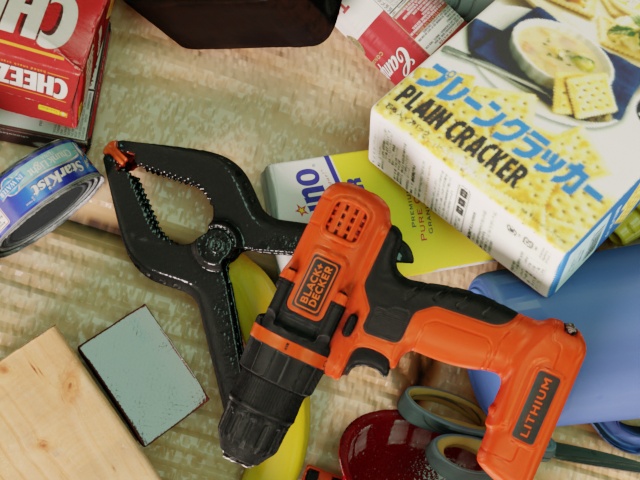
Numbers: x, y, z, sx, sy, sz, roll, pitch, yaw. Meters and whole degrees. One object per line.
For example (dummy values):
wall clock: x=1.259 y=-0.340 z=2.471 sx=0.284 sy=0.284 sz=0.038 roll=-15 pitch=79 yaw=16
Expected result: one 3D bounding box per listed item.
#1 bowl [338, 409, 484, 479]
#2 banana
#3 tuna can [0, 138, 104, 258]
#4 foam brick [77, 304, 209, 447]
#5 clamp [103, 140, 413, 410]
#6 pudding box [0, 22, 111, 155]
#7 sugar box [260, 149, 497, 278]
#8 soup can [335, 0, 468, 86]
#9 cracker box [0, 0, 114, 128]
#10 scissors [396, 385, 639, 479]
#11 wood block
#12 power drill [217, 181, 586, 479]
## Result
bowl: x=0.075 y=0.183 z=0.695 sx=0.162 sy=0.162 sz=0.055 roll=23 pitch=114 yaw=-8
banana: x=-0.040 y=0.103 z=0.721 sx=0.069 sy=0.037 sz=0.198 roll=4 pitch=81 yaw=-10
tuna can: x=-0.183 y=-0.028 z=0.686 sx=0.086 sy=0.086 sz=0.034 roll=-38 pitch=89 yaw=-14
foam brick: x=-0.117 y=0.088 z=0.700 sx=0.053 sy=0.051 sz=0.078 roll=-33 pitch=90 yaw=-15
clamp: x=-0.055 y=0.001 z=0.701 sx=0.164 sy=0.036 sz=0.210 roll=-41 pitch=82 yaw=-1
pudding box: x=-0.203 y=-0.113 z=0.718 sx=0.113 sy=0.039 sz=0.090 roll=11 pitch=78 yaw=-12
sugar box: x=0.053 y=-0.019 z=0.753 sx=0.176 sy=0.048 sz=0.093 roll=-10 pitch=85 yaw=-14
soup can: x=0.048 y=-0.163 z=0.760 sx=0.102 sy=0.068 sz=0.068 roll=44 pitch=76 yaw=-2
cracker box: x=-0.207 y=-0.196 z=0.682 sx=0.164 sy=0.072 sz=0.213 roll=14 pitch=61 yaw=-9
scissors: x=0.147 y=0.152 z=0.734 sx=0.201 sy=0.096 sz=0.016 roll=21 pitch=117 yaw=-6
wood block: x=-0.143 y=0.164 z=0.664 sx=0.090 sy=0.091 sz=0.206 roll=-35 pitch=90 yaw=-14
power drill: x=0.049 y=0.079 z=0.642 sx=0.187 sy=0.057 sz=0.184 roll=25 pitch=89 yaw=4
